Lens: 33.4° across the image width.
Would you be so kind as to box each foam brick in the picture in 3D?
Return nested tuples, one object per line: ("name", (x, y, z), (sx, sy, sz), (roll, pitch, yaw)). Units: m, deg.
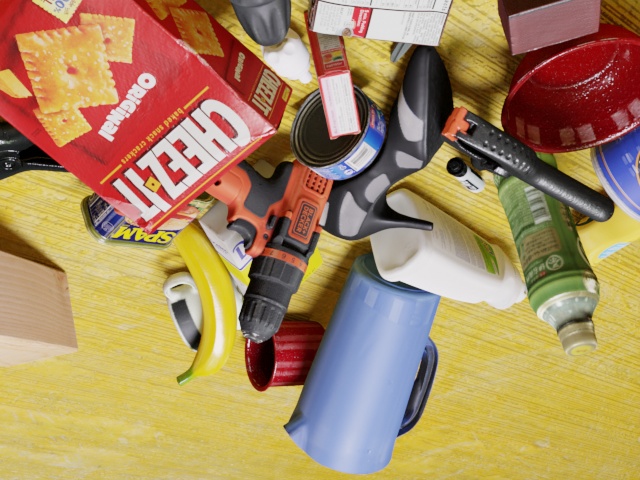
("foam brick", (0.190, -0.200, 0.895), (0.078, 0.053, 0.051), (-14, 148, 7))

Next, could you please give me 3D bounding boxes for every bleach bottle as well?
("bleach bottle", (0.158, 0.029, 1.203), (0.068, 0.102, 0.250), (-33, 141, 29))

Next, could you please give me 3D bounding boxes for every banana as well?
("banana", (-0.124, 0.066, 1.141), (0.069, 0.037, 0.198), (-6, 108, -16))

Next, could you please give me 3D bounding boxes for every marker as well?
("marker", (0.149, -0.067, 1.088), (0.020, 0.020, 0.121), (-21, 168, 15))

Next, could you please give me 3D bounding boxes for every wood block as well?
("wood block", (-0.327, 0.070, 1.069), (0.090, 0.091, 0.206), (-13, 170, 5))

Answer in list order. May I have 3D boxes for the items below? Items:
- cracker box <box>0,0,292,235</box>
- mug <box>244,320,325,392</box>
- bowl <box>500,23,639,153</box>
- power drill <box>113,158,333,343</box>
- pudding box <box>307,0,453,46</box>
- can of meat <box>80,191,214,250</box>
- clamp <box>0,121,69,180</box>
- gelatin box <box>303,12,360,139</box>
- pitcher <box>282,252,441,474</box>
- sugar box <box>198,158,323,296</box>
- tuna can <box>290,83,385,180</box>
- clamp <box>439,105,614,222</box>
("cracker box", (-0.156, -0.124, 0.816), (0.213, 0.072, 0.164), (41, 126, -20))
("mug", (-0.046, 0.142, 1.349), (0.081, 0.093, 0.117), (2, 178, -28))
("bowl", (0.240, -0.150, 0.987), (0.162, 0.055, 0.162), (-8, 148, -5))
("power drill", (-0.089, -0.020, 0.976), (0.187, 0.184, 0.057), (27, 159, -25))
("pudding box", (0.050, -0.202, 0.847), (0.113, 0.039, 0.090), (4, 146, -7))
("can of meat", (-0.165, -0.038, 1.032), (0.101, 0.057, 0.084), (7, 142, -45))
("clamp", (-0.273, -0.088, 0.944), (0.171, 0.039, 0.120), (-9, 148, -11))
("gelatin box", (0.011, -0.142, 0.912), (0.030, 0.073, 0.089), (-12, 148, 2))
("pitcher", (0.064, 0.142, 1.260), (0.145, 0.149, 0.243), (23, 113, 11))
("sugar box", (-0.057, 0.002, 1.112), (0.093, 0.048, 0.176), (-46, 153, -13))
("tuna can", (0.016, -0.099, 0.971), (0.086, 0.086, 0.033), (-27, 146, 24))
("clamp", (0.178, -0.073, 0.985), (0.209, 0.165, 0.036), (23, 94, -59))
